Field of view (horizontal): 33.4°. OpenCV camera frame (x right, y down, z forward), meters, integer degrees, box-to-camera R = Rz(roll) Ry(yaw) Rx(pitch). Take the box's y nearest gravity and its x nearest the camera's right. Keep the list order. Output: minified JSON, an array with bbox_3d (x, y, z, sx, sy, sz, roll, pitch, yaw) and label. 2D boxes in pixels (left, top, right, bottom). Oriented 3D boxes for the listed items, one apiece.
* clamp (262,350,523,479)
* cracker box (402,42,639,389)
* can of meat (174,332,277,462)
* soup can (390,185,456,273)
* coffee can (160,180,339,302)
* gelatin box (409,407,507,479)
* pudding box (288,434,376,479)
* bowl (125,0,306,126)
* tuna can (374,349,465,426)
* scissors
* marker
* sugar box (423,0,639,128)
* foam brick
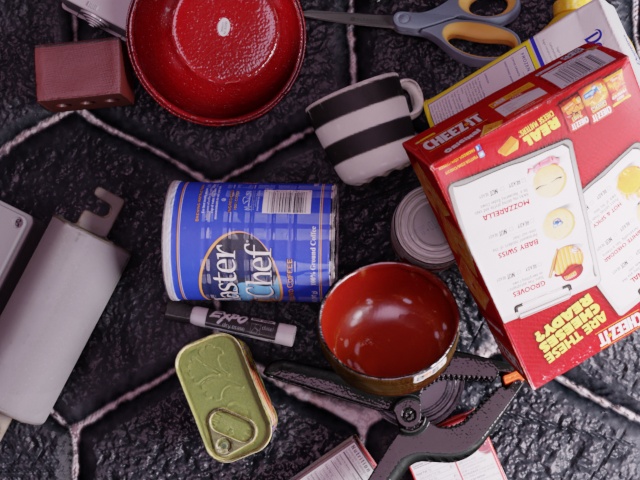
[{"bbox_3d":[0.064,0.139,0.882,0.210,0.036,0.164,-27,77,-3],"label":"clamp"},{"bbox_3d":[0.181,-0.018,0.813,0.164,0.072,0.213,-30,116,-2],"label":"cracker box"},{"bbox_3d":[-0.077,0.131,0.903,0.057,0.084,0.102,-23,84,1],"label":"can of meat"},{"bbox_3d":[0.094,-0.009,0.896,0.068,0.102,0.068,0,85,3],"label":"soup can"},{"bbox_3d":[-0.056,0.001,0.904,0.140,0.103,0.103,1,85,3],"label":"coffee can"},{"bbox_3d":[0.117,0.198,0.913,0.073,0.030,0.089,-23,84,2],"label":"gelatin box"},{"bbox_3d":[0.010,0.234,0.912,0.113,0.039,0.090,-34,83,-2],"label":"pudding box"},{"bbox_3d":[-0.085,-0.180,0.921,0.162,0.055,0.162,-1,95,-13],"label":"bowl"},{"bbox_3d":[0.080,0.118,0.920,0.086,0.034,0.086,0,85,3],"label":"tuna can"},{"bbox_3d":[0.090,-0.206,0.954,0.202,0.016,0.096,22,64,19],"label":"scissors"},{"bbox_3d":[-0.082,0.072,0.941,0.121,0.020,0.020,12,86,5],"label":"marker"},{"bbox_3d":[0.177,-0.114,0.884,0.176,0.048,0.093,-27,70,27],"label":"sugar box"},{"bbox_3d":[-0.209,-0.147,0.952,0.078,0.053,0.051,-5,84,4],"label":"foam brick"}]
